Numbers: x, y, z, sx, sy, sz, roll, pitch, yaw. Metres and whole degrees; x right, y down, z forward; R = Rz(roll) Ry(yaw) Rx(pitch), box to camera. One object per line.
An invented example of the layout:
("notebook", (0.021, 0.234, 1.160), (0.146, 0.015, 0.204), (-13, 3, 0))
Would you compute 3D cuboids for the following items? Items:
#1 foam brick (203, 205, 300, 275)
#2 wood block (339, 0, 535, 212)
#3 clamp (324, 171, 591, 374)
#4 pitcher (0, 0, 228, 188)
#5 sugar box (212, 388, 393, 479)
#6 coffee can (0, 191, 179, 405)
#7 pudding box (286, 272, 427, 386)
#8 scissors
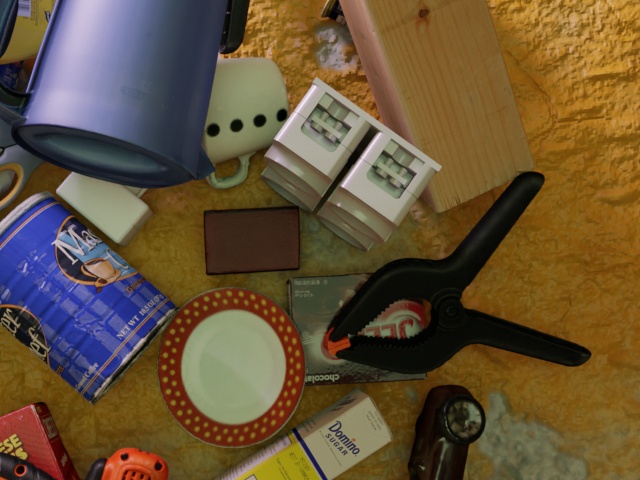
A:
("foam brick", (-0.056, 0.001, 0.875), (0.078, 0.053, 0.051), (-3, 86, -3))
("wood block", (0.086, -0.140, 0.834), (0.090, 0.090, 0.206), (-24, 116, -5))
("clamp", (0.109, 0.059, 0.848), (0.210, 0.036, 0.164), (-25, 102, 0))
("pitcher", (-0.138, -0.168, 0.769), (0.145, 0.149, 0.243), (8, 78, 15))
("sugar box", (-0.029, 0.183, 0.842), (0.176, 0.093, 0.048), (-29, 89, -5))
("coffee can", (-0.196, 0.045, 0.836), (0.140, 0.103, 0.103), (41, 84, 0))
("pudding box", (0.030, 0.072, 0.882), (0.113, 0.039, 0.090), (-3, 87, -4))
("scissors", (-0.218, -0.089, 0.829), (0.201, 0.016, 0.096), (-37, 100, -27))
